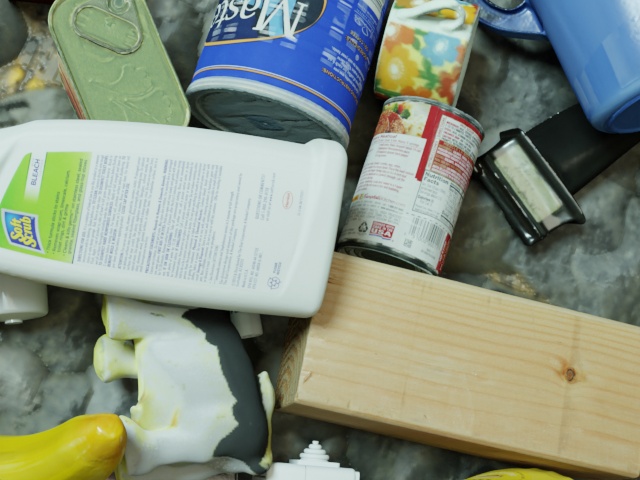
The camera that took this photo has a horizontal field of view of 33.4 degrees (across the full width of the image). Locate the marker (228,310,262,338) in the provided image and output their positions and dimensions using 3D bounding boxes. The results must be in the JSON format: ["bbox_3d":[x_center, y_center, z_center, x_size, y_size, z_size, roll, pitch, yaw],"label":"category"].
[{"bbox_3d":[-0.054,0.001,0.669,0.020,0.020,0.121,-7,80,-13],"label":"marker"}]

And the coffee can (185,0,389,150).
[{"bbox_3d":[-0.014,-0.133,0.660,0.102,0.103,0.140,19,76,-7],"label":"coffee can"}]

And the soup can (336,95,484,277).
[{"bbox_3d":[0.057,-0.030,0.672,0.068,0.068,0.102,21,76,-7],"label":"soup can"}]

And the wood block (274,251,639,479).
[{"bbox_3d":[0.084,0.079,0.645,0.206,0.090,0.091,14,76,-8],"label":"wood block"}]

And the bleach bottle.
[{"bbox_3d":[-0.118,-0.025,0.560,0.250,0.068,0.102,10,88,-13],"label":"bleach bottle"}]

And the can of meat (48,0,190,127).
[{"bbox_3d":[-0.121,-0.090,0.640,0.057,0.084,0.102,-22,84,-15],"label":"can of meat"}]

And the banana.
[{"bbox_3d":[-0.168,0.116,0.569,0.198,0.069,0.037,-6,57,30],"label":"banana"}]
